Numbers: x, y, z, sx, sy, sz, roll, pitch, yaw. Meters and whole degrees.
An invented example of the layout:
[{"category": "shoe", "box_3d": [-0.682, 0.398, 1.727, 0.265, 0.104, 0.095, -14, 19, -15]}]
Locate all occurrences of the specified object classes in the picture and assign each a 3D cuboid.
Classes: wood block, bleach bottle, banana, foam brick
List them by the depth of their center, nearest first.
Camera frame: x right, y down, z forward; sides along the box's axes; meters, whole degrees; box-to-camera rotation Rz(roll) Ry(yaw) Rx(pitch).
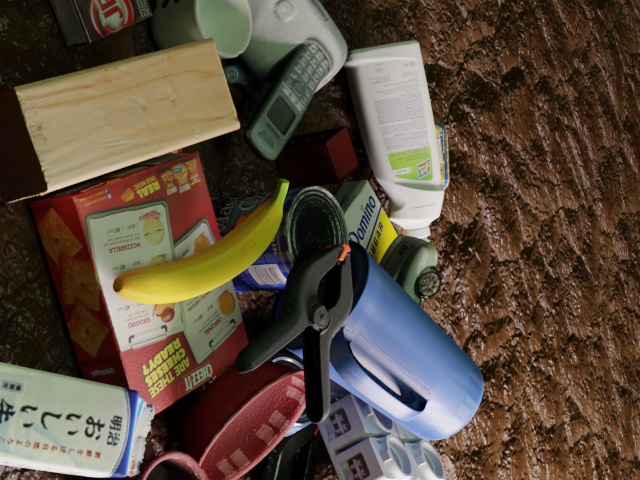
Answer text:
[{"category": "wood block", "box_3d": [-0.186, -0.108, 0.944, 0.205, 0.091, 0.090, -24, 101, -40]}, {"category": "banana", "box_3d": [-0.103, 0.013, 0.977, 0.197, 0.037, 0.069, -35, 127, -29]}, {"category": "foam brick", "box_3d": [-0.004, -0.095, 1.231, 0.052, 0.078, 0.051, -44, 119, -49]}, {"category": "bleach bottle", "box_3d": [0.096, -0.119, 1.343, 0.068, 0.102, 0.251, -154, -126, -81]}]

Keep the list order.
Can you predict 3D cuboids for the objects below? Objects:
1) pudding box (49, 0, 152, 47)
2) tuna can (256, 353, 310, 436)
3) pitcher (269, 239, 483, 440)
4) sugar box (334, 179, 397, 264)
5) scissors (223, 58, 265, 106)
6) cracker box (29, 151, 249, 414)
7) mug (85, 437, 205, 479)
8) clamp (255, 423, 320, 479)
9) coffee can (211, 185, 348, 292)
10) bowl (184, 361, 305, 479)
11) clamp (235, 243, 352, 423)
[{"category": "pudding box", "box_3d": [-0.215, -0.248, 0.999, 0.089, 0.039, 0.113, -40, 117, -47]}, {"category": "tuna can", "box_3d": [-0.041, 0.167, 1.160, 0.086, 0.034, 0.086, 27, 45, -31]}, {"category": "pitcher", "box_3d": [0.071, 0.124, 1.151, 0.242, 0.145, 0.149, 41, 64, -32]}, {"category": "sugar box", "box_3d": [0.063, 0.021, 1.333, 0.093, 0.048, 0.176, -57, 130, -39]}, {"category": "scissors", "box_3d": [-0.090, -0.166, 1.175, 0.201, 0.016, 0.096, -42, 117, -47]}, {"category": "cracker box", "box_3d": [-0.165, 0.040, 1.007, 0.163, 0.072, 0.214, -29, 110, -49]}, {"category": "mug", "box_3d": [-0.166, 0.226, 0.973, 0.093, 0.082, 0.117, -29, 109, -51]}, {"category": "clamp", "box_3d": [-0.046, 0.286, 1.162, 0.209, 0.036, 0.164, -56, 137, -46]}, {"category": "coffee can", "box_3d": [-0.057, 0.001, 1.095, 0.102, 0.141, 0.103, 9, 79, -52]}, {"category": "bowl", "box_3d": [-0.081, 0.172, 1.056, 0.162, 0.055, 0.162, -38, 155, -22]}, {"category": "clamp", "box_3d": [-0.018, 0.074, 0.999, 0.120, 0.039, 0.171, 34, 61, -46]}]
